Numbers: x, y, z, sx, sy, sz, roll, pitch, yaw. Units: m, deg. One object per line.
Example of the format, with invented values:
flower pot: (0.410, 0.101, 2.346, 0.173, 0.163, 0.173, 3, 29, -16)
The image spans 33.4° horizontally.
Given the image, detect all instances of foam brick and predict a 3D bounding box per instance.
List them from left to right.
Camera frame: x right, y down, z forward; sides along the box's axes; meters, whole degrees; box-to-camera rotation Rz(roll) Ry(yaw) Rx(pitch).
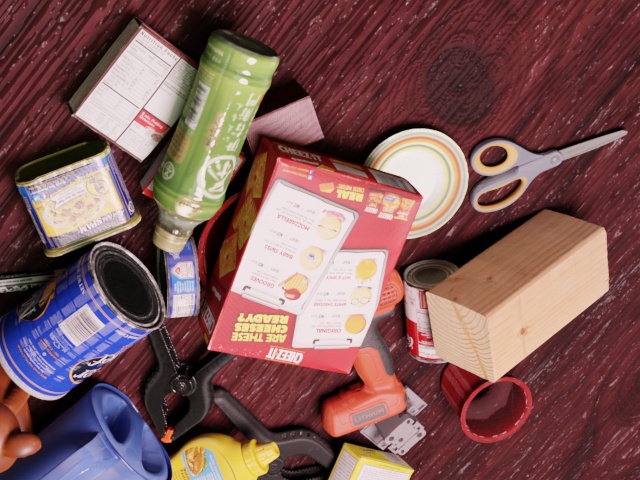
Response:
foam brick: (-0.044, -0.119, 1.085, 0.078, 0.053, 0.051, -23, 121, -6)

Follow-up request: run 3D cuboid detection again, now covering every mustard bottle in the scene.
mustard bottle: (-0.134, 0.272, 1.211, 0.192, 0.058, 0.096, -26, 86, 13)

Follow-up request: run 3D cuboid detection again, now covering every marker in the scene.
marker: (-0.318, 0.044, 1.093, 0.121, 0.020, 0.020, -6, 117, -16)

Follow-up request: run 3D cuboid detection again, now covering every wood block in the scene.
wood block: (0.226, 0.057, 1.201, 0.205, 0.090, 0.091, -32, 126, -31)

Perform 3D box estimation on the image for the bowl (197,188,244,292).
bowl: (-0.057, 0.001, 1.139, 0.162, 0.055, 0.162, -8, 118, -15)

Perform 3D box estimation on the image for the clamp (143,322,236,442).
clamp: (-0.142, 0.150, 1.187, 0.120, 0.039, 0.171, 10, 117, 3)

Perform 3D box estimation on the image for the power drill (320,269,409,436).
power drill: (0.020, 0.133, 1.231, 0.184, 0.057, 0.187, -18, 120, -9)

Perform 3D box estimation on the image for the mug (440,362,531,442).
mug: (0.200, 0.175, 1.299, 0.093, 0.081, 0.117, 0, 116, -19)

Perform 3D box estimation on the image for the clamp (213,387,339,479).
clamp: (-0.068, 0.269, 1.282, 0.209, 0.036, 0.165, 20, 109, -22)

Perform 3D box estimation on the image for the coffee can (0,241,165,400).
coffee can: (-0.241, 0.081, 1.069, 0.140, 0.103, 0.102, -35, 123, 20)

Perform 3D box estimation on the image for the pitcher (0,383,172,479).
pitcher: (-0.293, 0.275, 1.147, 0.243, 0.145, 0.149, -37, 129, 6)

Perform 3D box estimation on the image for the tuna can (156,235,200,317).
tuna can: (-0.149, 0.037, 1.109, 0.033, 0.086, 0.086, -4, 117, -15)

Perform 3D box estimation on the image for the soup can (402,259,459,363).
soup can: (0.131, 0.082, 1.237, 0.068, 0.068, 0.102, -13, 119, -12)

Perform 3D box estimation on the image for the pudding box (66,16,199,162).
pudding box: (-0.176, -0.145, 1.036, 0.090, 0.039, 0.113, 36, 98, -31)

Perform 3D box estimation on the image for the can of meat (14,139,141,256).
can of meat: (-0.241, -0.044, 1.054, 0.102, 0.057, 0.084, -22, 119, -8)

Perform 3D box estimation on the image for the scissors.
scissors: (0.252, -0.105, 1.215, 0.201, 0.016, 0.096, -33, 121, -1)

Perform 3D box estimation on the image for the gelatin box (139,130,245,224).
gelatin box: (-0.131, -0.072, 1.093, 0.073, 0.030, 0.089, 29, 104, -27)

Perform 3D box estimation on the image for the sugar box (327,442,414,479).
sugar box: (0.036, 0.338, 1.290, 0.093, 0.048, 0.176, 21, 98, -36)

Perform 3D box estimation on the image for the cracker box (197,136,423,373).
cracker box: (-0.014, 0.018, 1.089, 0.164, 0.072, 0.214, 13, 111, -23)
